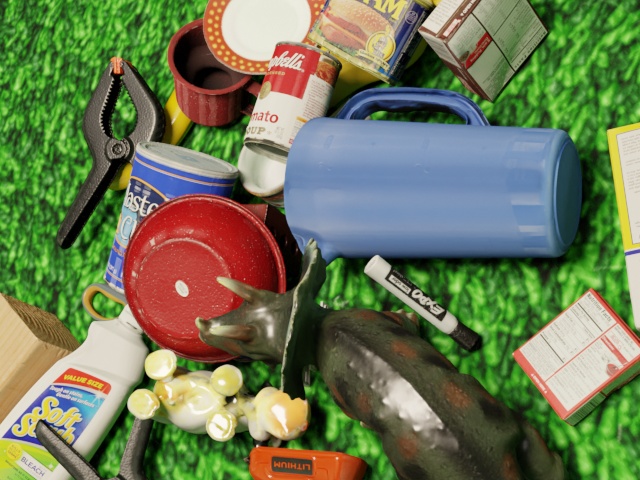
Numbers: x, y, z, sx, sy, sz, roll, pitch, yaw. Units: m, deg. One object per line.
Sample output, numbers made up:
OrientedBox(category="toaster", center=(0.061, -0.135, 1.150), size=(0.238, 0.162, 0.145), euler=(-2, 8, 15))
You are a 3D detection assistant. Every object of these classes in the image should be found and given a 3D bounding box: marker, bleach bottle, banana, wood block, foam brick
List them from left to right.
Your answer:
OrientedBox(category="wood block", center=(-0.354, 0.171, 1.136), size=(0.090, 0.090, 0.206), euler=(40, 93, 35))
OrientedBox(category="bleach bottle", center=(-0.260, 0.171, 1.087), size=(0.102, 0.068, 0.251), euler=(34, 89, 12))
OrientedBox(category="banana", center=(-0.183, -0.121, 1.188), size=(0.198, 0.037, 0.070), euler=(-46, 57, 6))
OrientedBox(category="foam brick", center=(-0.057, 0.001, 1.041), size=(0.051, 0.078, 0.053), euler=(-1, 72, 29))
OrientedBox(category="marker", center=(0.090, 0.056, 0.922), size=(0.020, 0.121, 0.020), euler=(-49, 11, 13))

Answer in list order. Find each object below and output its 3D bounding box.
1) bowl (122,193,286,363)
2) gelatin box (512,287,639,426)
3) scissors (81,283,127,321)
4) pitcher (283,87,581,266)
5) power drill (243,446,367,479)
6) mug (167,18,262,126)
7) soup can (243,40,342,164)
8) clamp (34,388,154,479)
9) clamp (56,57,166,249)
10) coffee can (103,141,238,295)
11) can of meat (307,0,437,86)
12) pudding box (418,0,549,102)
OrientedBox(category="bowl", center=(-0.115, 0.039, 0.976), size=(0.162, 0.055, 0.162), euler=(2, 98, 13))
OrientedBox(category="gelatin box", center=(0.215, 0.095, 0.873), size=(0.089, 0.030, 0.073), euler=(-41, 54, 9))
OrientedBox(category="scissors", center=(-0.169, 0.062, 1.119), size=(0.202, 0.016, 0.096), euler=(10, 76, 33))
OrientedBox(category="pitcher", center=(0.101, -0.053, 0.945), size=(0.243, 0.144, 0.149), euler=(2, 108, 27))
OrientedBox(category="power drill", center=(-0.011, 0.275, 0.913), size=(0.185, 0.057, 0.187), euler=(-1, 70, 30))
OrientedBox(category="mug", center=(-0.103, -0.168, 1.125), size=(0.117, 0.081, 0.093), euler=(29, 67, 7))
OrientedBox(category="soup can", center=(-0.027, -0.129, 1.013), size=(0.069, 0.068, 0.102), euler=(13, 80, 33))
OrientedBox(category="clamp", center=(-0.192, 0.230, 1.030), size=(0.120, 0.039, 0.171), euler=(-25, 83, 0))
OrientedBox(category="clamp", center=(-0.220, -0.089, 1.150), size=(0.165, 0.036, 0.210), euler=(-11, 84, 13))
OrientedBox(category="coffee can", center=(-0.148, -0.017, 1.057), size=(0.103, 0.102, 0.140), euler=(24, 103, 35))
OrientedBox(category="can of meat", center=(0.049, -0.205, 1.009), size=(0.102, 0.057, 0.084), euler=(33, 100, 21))
OrientedBox(category="pudding box", center=(0.151, -0.192, 0.977), size=(0.090, 0.113, 0.039), euler=(-52, 52, 1))
